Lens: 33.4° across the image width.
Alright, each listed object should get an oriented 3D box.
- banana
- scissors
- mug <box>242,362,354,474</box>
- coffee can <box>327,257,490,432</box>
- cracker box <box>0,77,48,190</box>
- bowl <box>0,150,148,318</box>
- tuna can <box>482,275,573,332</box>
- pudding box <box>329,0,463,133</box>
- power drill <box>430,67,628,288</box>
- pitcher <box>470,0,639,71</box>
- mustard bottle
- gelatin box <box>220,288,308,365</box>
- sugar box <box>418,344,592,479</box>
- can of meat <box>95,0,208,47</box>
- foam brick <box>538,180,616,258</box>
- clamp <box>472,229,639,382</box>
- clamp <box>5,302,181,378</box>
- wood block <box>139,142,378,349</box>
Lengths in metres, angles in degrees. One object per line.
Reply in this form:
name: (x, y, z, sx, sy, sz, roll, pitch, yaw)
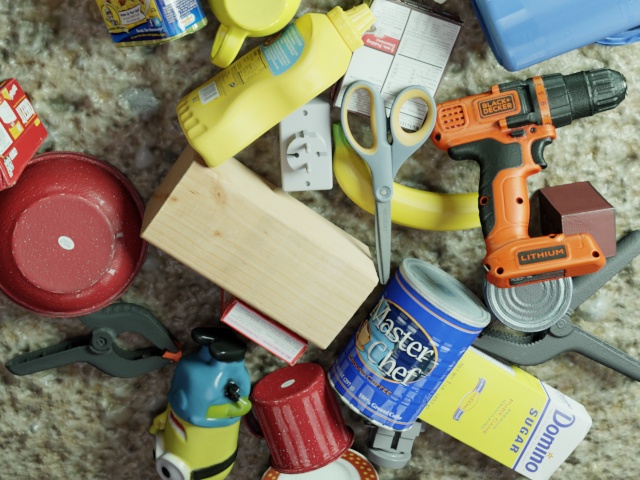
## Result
banana: (0.090, -0.045, 1.027, 0.197, 0.037, 0.070, 22, 111, -12)
scissors: (0.075, -0.059, 0.992, 0.096, 0.016, 0.202, -18, 113, 3)
mug: (-0.031, 0.178, 1.092, 0.117, 0.093, 0.081, -6, 112, 36)
coffee can: (0.086, 0.102, 1.053, 0.102, 0.103, 0.140, 29, 108, -15)
cracker box: (-0.356, -0.051, 0.925, 0.214, 0.164, 0.072, -26, 110, 6)
bowl: (-0.239, -0.001, 0.992, 0.162, 0.055, 0.162, -2, 100, -13)
tuna can: (0.203, 0.047, 1.048, 0.086, 0.033, 0.086, 0, 94, 5)
pudding box: (0.069, -0.164, 0.977, 0.090, 0.039, 0.114, 17, 112, -11)
power drill: (0.201, -0.059, 0.969, 0.184, 0.057, 0.187, -13, 73, 12)
pitcher: (0.254, -0.234, 0.922, 0.243, 0.145, 0.149, -23, 99, 9)
mustard bottle: (-0.035, -0.146, 0.940, 0.192, 0.096, 0.058, -34, 121, 8)
gelatin box: (-0.055, 0.074, 1.047, 0.089, 0.073, 0.030, 33, 106, -16)
sugar box: (0.190, 0.179, 1.123, 0.176, 0.048, 0.093, 30, 107, -14)
can of meat: (-0.151, -0.214, 0.910, 0.057, 0.102, 0.084, -40, 121, -36)
foam brick: (0.247, -0.018, 1.028, 0.051, 0.078, 0.053, -10, 113, -2)
clamp: (0.246, 0.069, 1.085, 0.210, 0.036, 0.164, 0, 104, 1)
clamp: (-0.227, 0.102, 1.065, 0.171, 0.039, 0.120, 24, 110, -13)
wood block: (-0.057, 0.002, 1.008, 0.206, 0.091, 0.090, 33, 107, -16)
